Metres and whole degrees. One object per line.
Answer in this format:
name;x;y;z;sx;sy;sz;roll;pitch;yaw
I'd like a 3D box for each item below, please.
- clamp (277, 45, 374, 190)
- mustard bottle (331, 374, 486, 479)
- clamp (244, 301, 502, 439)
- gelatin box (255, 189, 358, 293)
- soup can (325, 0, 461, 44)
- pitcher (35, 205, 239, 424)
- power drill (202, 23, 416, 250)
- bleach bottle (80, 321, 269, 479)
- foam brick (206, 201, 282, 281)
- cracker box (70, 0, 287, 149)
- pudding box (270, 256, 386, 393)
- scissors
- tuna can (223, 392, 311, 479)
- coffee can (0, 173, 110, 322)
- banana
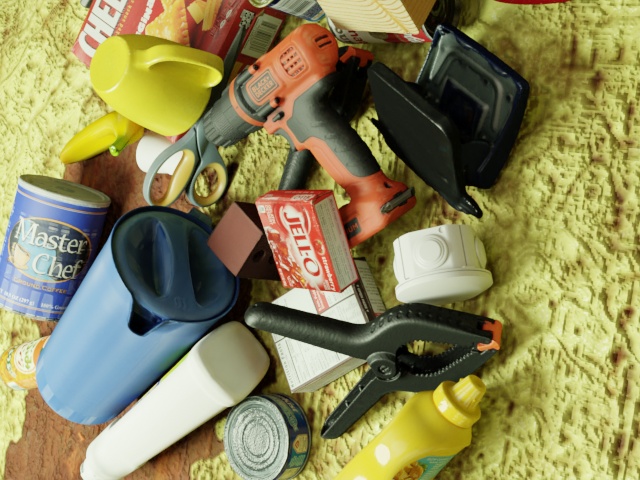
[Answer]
clamp;-0.018;-0.128;1.019;0.120;0.039;0.172;51;119;24
mustard bottle;0.070;0.181;0.887;0.192;0.096;0.058;-50;59;24
clamp;0.048;0.092;0.904;0.210;0.164;0.036;-20;32;29
gelatin box;-0.012;-0.001;0.932;0.073;0.030;0.089;3;118;45
soup can;0.063;-0.208;0.941;0.102;0.068;0.068;7;91;38
pitcher;-0.190;0.078;1.074;0.243;0.148;0.145;-47;60;40
power drill;-0.014;-0.076;0.951;0.187;0.057;0.185;56;139;-2
bleach bottle;-0.163;0.180;1.067;0.251;0.102;0.068;-40;90;29
foam brick;-0.057;0.001;1.013;0.051;0.078;0.053;48;114;32
cracker box;-0.155;-0.215;1.111;0.214;0.071;0.164;41;110;34
pudding box;0.007;0.078;0.983;0.114;0.039;0.090;-34;67;33
scissors;-0.101;-0.110;1.058;0.202;0.096;0.016;-53;44;11
tuna can;-0.052;0.190;1.021;0.086;0.033;0.086;-4;84;38
coffee can;-0.301;0.008;1.188;0.103;0.102;0.140;23;101;37
banana;-0.233;-0.116;1.161;0.037;0.069;0.198;60;156;-14
